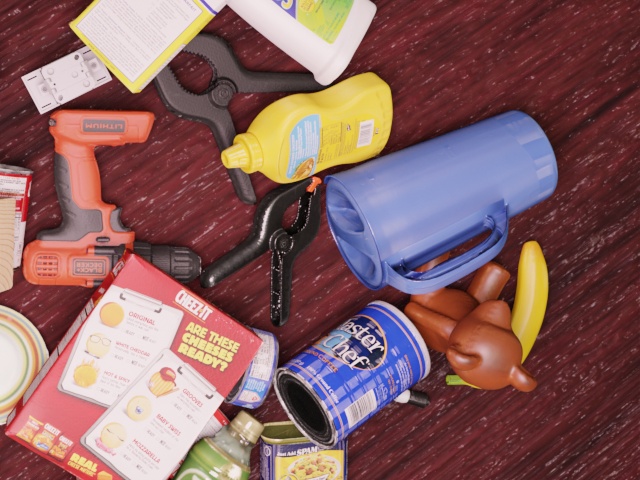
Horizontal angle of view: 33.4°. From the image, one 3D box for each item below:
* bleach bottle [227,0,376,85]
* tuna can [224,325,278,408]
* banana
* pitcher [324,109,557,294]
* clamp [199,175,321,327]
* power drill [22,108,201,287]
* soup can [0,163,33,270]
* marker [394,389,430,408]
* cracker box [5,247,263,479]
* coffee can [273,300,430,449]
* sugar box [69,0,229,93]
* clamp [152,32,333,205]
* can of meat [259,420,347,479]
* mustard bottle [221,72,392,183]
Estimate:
[{"bbox_3d":[-0.069,-0.272,1.106,0.250,0.068,0.102,32,69,-13],"label":"bleach bottle"},{"bbox_3d":[-0.076,0.137,1.153,0.033,0.086,0.086,17,93,-18],"label":"tuna can"},{"bbox_3d":[0.225,0.099,1.254,0.069,0.037,0.198,30,89,-18],"label":"banana"},{"bbox_3d":[0.137,-0.044,1.158,0.242,0.145,0.149,-24,95,-15],"label":"pitcher"},{"bbox_3d":[-0.058,0.001,1.157,0.120,0.039,0.171,21,88,-41],"label":"clamp"},{"bbox_3d":[-0.213,-0.041,1.107,0.184,0.057,0.188,1,97,-16],"label":"power drill"},{"bbox_3d":[-0.330,-0.025,1.073,0.068,0.068,0.102,7,96,-16],"label":"soup can"},{"bbox_3d":[0.071,0.172,1.231,0.121,0.020,0.020,16,93,-16],"label":"marker"},{"bbox_3d":[-0.187,0.140,1.073,0.164,0.072,0.213,36,87,-17],"label":"cracker box"},{"bbox_3d":[0.034,0.144,1.156,0.140,0.103,0.103,-33,105,-26],"label":"coffee can"},{"bbox_3d":[-0.153,-0.239,1.053,0.176,0.048,0.093,-43,97,4],"label":"sugar box"},{"bbox_3d":[-0.097,-0.162,1.133,0.210,0.036,0.164,42,84,-20],"label":"clamp"},{"bbox_3d":[-0.019,0.250,1.199,0.102,0.057,0.084,-3,100,-15],"label":"can of meat"},{"bbox_3d":[-0.017,-0.110,1.118,0.191,0.058,0.096,-20,139,-28],"label":"mustard bottle"}]
